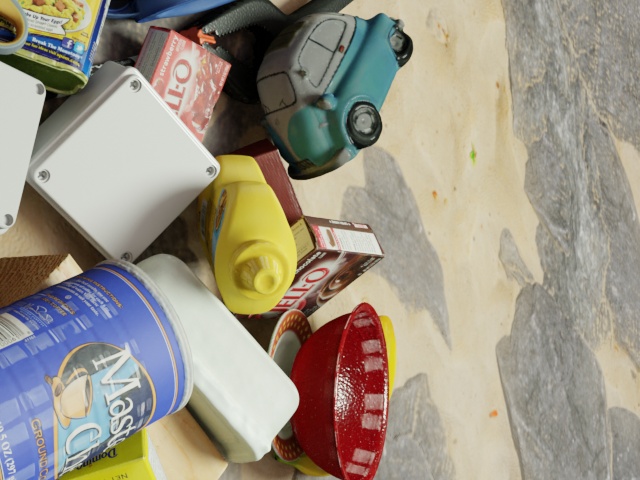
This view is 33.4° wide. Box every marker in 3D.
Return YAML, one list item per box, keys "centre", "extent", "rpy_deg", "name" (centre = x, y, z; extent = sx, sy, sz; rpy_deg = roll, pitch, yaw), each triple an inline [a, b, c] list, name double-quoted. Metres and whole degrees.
- centre: [-0.178, -0.122, 0.808]
  extent: [0.120, 0.020, 0.020]
  rpy_deg: [-26, 105, -47]
  name: "marker"

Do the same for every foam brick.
- centre: [-0.051, -0.040, 0.905]
  extent: [0.051, 0.053, 0.078]
  rpy_deg: [-24, 109, -6]
  name: "foam brick"

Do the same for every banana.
- centre: [0.032, 0.156, 1.007]
  extent: [0.197, 0.037, 0.069]
  rpy_deg: [-51, 123, -39]
  name: "banana"

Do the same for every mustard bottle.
- centre: [-0.055, 0.001, 0.785]
  extent: [0.058, 0.192, 0.096]
  rpy_deg: [2, 105, -12]
  name: "mustard bottle"

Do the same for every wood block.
- centre: [-0.168, 0.116, 0.742]
  extent: [0.090, 0.091, 0.206]
  rpy_deg: [-53, 125, -36]
  name: "wood block"

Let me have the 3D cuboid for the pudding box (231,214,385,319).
- centre: [-0.015, 0.026, 0.911]
  extent: [0.089, 0.114, 0.039]
  rpy_deg: [5, 51, -49]
  name: "pudding box"

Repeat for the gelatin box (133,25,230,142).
- centre: [-0.117, -0.114, 0.846]
  extent: [0.073, 0.030, 0.089]
  rpy_deg: [23, 88, -51]
  name: "gelatin box"

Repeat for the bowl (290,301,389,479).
- centre: [0.013, 0.134, 0.923]
  extent: [0.162, 0.055, 0.162]
  rpy_deg: [-1, 90, -71]
  name: "bowl"

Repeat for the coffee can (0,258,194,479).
- centre: [-0.158, 0.082, 0.610]
  extent: [0.140, 0.103, 0.103]
  rpy_deg: [-27, 106, -39]
  name: "coffee can"

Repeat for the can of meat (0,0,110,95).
- centre: [-0.200, -0.158, 0.741]
  extent: [0.102, 0.058, 0.084]
  rpy_deg: [18, 74, -23]
  name: "can of meat"

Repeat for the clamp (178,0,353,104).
- centre: [-0.035, -0.176, 0.958]
  extent: [0.209, 0.036, 0.164]
  rpy_deg: [11, 86, -46]
  name: "clamp"
